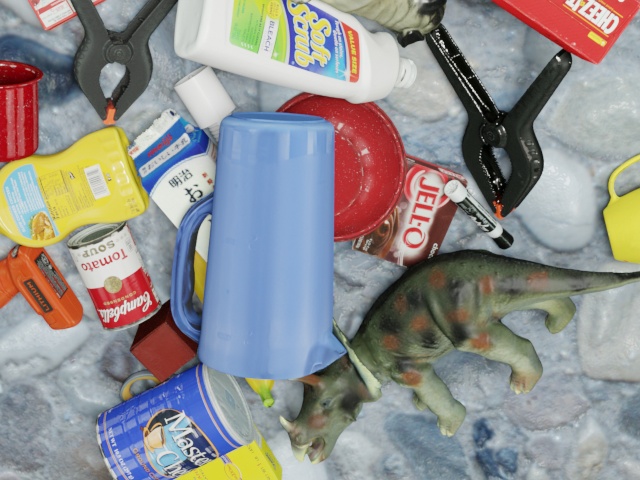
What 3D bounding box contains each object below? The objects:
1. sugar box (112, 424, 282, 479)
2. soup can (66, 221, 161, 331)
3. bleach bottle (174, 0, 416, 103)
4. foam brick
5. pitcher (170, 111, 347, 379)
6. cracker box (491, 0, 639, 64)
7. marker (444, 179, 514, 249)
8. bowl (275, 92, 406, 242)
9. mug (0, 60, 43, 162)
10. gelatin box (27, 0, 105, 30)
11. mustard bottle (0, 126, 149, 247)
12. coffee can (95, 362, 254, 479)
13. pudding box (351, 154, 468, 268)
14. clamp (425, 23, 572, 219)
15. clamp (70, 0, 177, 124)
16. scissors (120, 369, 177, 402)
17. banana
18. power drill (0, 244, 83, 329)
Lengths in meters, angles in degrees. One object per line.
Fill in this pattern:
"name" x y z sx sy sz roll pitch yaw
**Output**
"sugar box" -0.142 0.274 1.233 0.176 0.048 0.093 -27 108 7
"soup can" -0.219 0.036 1.135 0.068 0.068 0.102 -18 108 5
"bleach bottle" -0.012 -0.194 1.021 0.250 0.068 0.102 9 88 -33
"foam brick" -0.166 0.106 1.155 0.053 0.078 0.051 -37 105 11
"pitcher" -0.057 0.001 1.023 0.149 0.145 0.243 -1 102 -19
"cracker box" 0.179 -0.245 0.963 0.164 0.213 0.072 31 106 -11
"marker" 0.169 -0.025 1.122 0.020 0.020 0.121 -41 131 12
"bowl" 0.004 -0.072 1.083 0.162 0.055 0.162 3 102 14
"mug" -0.328 -0.124 1.054 0.093 0.117 0.081 14 116 19
"gelatin box" -0.259 -0.262 1.047 0.073 0.030 0.089 -26 108 7
"mustard bottle" -0.282 -0.045 1.108 0.191 0.058 0.096 -18 101 5
"coffee can" -0.157 0.202 1.158 0.140 0.103 0.103 -27 108 8
"pudding box" 0.092 -0.031 1.131 0.090 0.039 0.113 19 109 -9
"clamp" 0.174 -0.120 1.078 0.036 0.165 0.210 -34 137 -33
"clamp" -0.192 -0.197 1.056 0.120 0.039 0.171 -3 129 -12
"scissors" -0.145 0.147 1.203 0.096 0.016 0.202 40 104 -14
"banana" -0.096 0.086 1.153 0.037 0.070 0.198 -30 90 -12
"power drill" -0.357 0.097 1.159 0.188 0.057 0.184 -27 108 8
